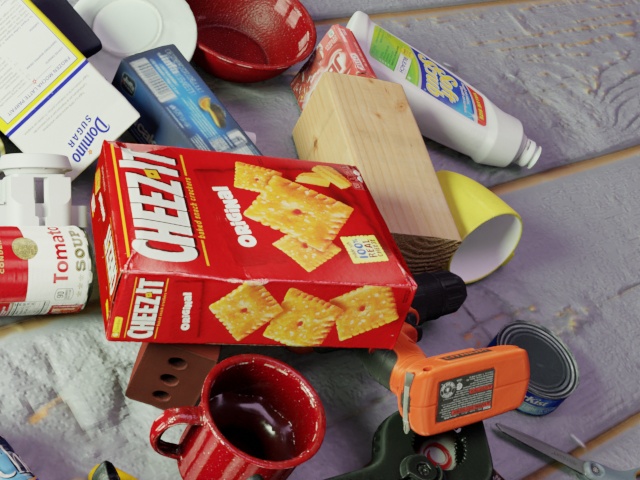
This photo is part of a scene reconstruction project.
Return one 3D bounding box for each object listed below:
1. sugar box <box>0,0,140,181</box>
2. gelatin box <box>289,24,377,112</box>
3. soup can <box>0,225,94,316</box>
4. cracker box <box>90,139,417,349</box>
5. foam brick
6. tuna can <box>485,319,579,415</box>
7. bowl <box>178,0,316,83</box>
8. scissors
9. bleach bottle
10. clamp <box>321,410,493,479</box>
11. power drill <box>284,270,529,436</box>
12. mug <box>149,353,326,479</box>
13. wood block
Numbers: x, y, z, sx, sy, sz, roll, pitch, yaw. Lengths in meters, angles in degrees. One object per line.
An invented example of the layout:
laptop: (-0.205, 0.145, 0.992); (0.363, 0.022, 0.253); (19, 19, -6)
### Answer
sugar box: (-0.242, -0.136, 0.871); (0.176, 0.093, 0.048); (48, -4, -24)
gelatin box: (0.011, -0.164, 1.093); (0.030, 0.089, 0.073); (8, 46, -38)
soup can: (-0.227, 0.022, 0.792); (0.102, 0.069, 0.068); (0, 50, -32)
cracker box: (-0.055, 0.001, 0.795); (0.213, 0.072, 0.164); (5, 35, -20)
foam brick: (-0.107, 0.085, 0.795); (0.053, 0.078, 0.051); (20, 43, -10)
tuna can: (0.190, 0.116, 0.972); (0.086, 0.034, 0.086); (16, 44, -17)
bowl: (-0.088, -0.214, 1.105); (0.162, 0.055, 0.162); (13, 46, -14)
scissors: (0.244, 0.219, 0.918); (0.201, 0.016, 0.096); (16, 44, -16)
bleach bottle: (0.130, -0.153, 1.177); (0.250, 0.068, 0.102); (27, 41, -9)
clamp: (0.060, 0.177, 0.778); (0.164, 0.036, 0.209); (25, 39, 8)
power drill: (0.081, 0.081, 0.864); (0.184, 0.057, 0.188); (-13, 23, -27)
mug: (-0.065, 0.141, 0.762); (0.117, 0.082, 0.093); (7, 47, -26)
wood block: (0.047, -0.053, 1.009); (0.090, 0.091, 0.206); (6, 48, -26)
